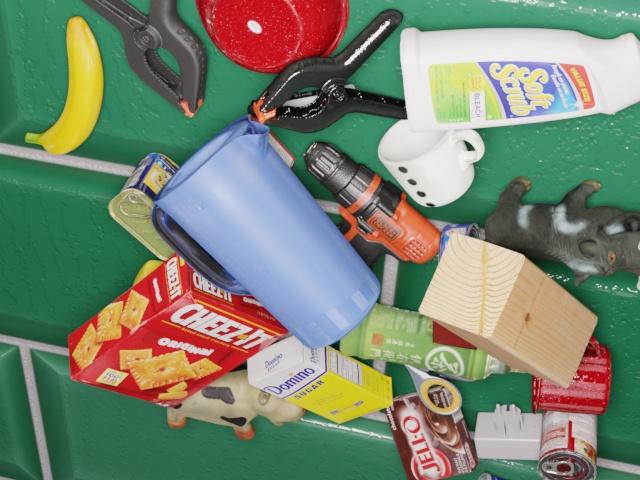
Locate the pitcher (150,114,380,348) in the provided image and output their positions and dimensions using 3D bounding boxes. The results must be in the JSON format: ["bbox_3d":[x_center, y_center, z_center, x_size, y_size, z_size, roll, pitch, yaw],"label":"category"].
[{"bbox_3d":[-0.057,0.001,1.133,0.242,0.145,0.149,48,168,-14],"label":"pitcher"}]

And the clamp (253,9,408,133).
[{"bbox_3d":[0.016,-0.162,1.061,0.171,0.039,0.120,-13,119,-12],"label":"clamp"}]

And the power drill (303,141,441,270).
[{"bbox_3d":[0.017,-0.006,1.207,0.184,0.057,0.188,40,129,-10],"label":"power drill"}]

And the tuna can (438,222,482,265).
[{"bbox_3d":[0.155,0.024,1.172,0.034,0.086,0.086,-2,127,20],"label":"tuna can"}]

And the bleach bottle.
[{"bbox_3d":[0.206,-0.162,1.014,0.251,0.068,0.102,-4,126,10],"label":"bleach bottle"}]

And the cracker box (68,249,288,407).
[{"bbox_3d":[-0.170,0.113,1.271,0.214,0.072,0.164,-34,140,28],"label":"cracker box"}]

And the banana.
[{"bbox_3d":[-0.277,-0.157,1.187,0.069,0.037,0.198,29,130,-9],"label":"banana"}]

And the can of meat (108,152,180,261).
[{"bbox_3d":[-0.180,-0.041,1.221,0.102,0.084,0.058,43,127,-18],"label":"can of meat"}]

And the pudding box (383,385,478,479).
[{"bbox_3d":[0.140,0.246,1.355,0.090,0.039,0.113,-19,87,28],"label":"pudding box"}]

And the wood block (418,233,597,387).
[{"bbox_3d":[0.203,0.077,1.122,0.090,0.091,0.205,20,172,39],"label":"wood block"}]

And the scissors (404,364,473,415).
[{"bbox_3d":[0.098,0.157,1.317,0.202,0.016,0.096,9,95,9],"label":"scissors"}]

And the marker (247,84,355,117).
[{"bbox_3d":[-0.022,-0.147,1.130,0.121,0.020,0.020,-6,126,21],"label":"marker"}]

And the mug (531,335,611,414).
[{"bbox_3d":[0.290,0.149,1.232,0.081,0.093,0.117,4,125,7],"label":"mug"}]

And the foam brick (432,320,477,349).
[{"bbox_3d":[0.159,0.077,1.219,0.053,0.078,0.051,7,131,11],"label":"foam brick"}]

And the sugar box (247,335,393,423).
[{"bbox_3d":[0.001,0.174,1.323,0.093,0.048,0.176,-27,143,33],"label":"sugar box"}]

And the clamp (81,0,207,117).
[{"bbox_3d":[-0.167,-0.222,1.096,0.165,0.036,0.210,-9,126,36],"label":"clamp"}]

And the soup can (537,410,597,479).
[{"bbox_3d":[0.300,0.240,1.291,0.068,0.102,0.068,8,130,10],"label":"soup can"}]

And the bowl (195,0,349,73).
[{"bbox_3d":[-0.056,-0.224,1.056,0.162,0.055,0.162,9,130,11],"label":"bowl"}]
